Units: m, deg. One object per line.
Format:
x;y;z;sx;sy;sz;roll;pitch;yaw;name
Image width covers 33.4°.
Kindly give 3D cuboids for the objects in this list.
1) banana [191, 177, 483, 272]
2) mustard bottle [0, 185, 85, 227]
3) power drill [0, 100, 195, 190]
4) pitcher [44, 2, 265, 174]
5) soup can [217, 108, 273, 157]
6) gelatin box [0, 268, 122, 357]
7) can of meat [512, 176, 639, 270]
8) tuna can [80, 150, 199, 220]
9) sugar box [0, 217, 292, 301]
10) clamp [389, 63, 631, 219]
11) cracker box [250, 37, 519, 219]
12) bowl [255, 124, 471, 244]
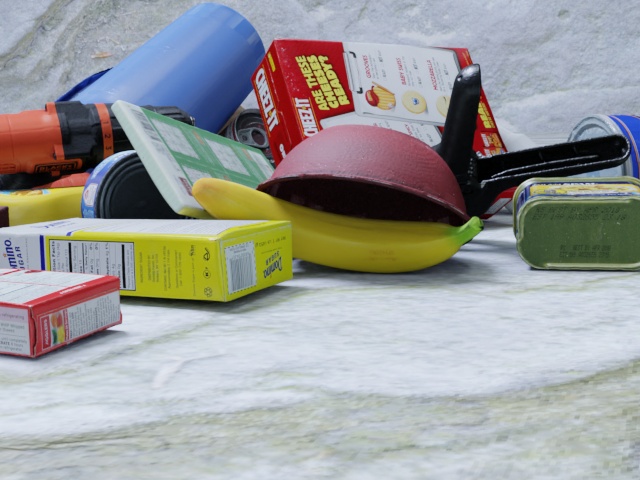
0.011;-0.009;0.737;0.198;0.070;0.037;7;48;6;banana
-0.222;-0.016;0.844;0.191;0.058;0.096;-5;2;-25;mustard bottle
-0.213;-0.063;0.915;0.184;0.057;0.188;-6;-17;-22;power drill
-0.167;-0.142;1.088;0.145;0.149;0.242;-34;15;49;pitcher
-0.087;-0.086;1.135;0.068;0.068;0.102;-9;-20;-41;soup can
-0.163;0.037;0.570;0.089;0.030;0.073;3;10;26;gelatin box
0.190;-0.012;0.769;0.102;0.057;0.084;0;11;11;can of meat
-0.136;-0.026;0.805;0.085;0.086;0.034;-7;8;-33;tuna can
-0.116;0.010;0.699;0.176;0.048;0.093;-1;6;26;sugar box
0.124;-0.053;0.837;0.164;0.036;0.210;16;-33;-23;clamp
0.059;-0.097;0.978;0.213;0.164;0.072;-4;-26;-28;cracker box
0.036;-0.041;0.772;0.162;0.055;0.162;11;-15;3;bowl
